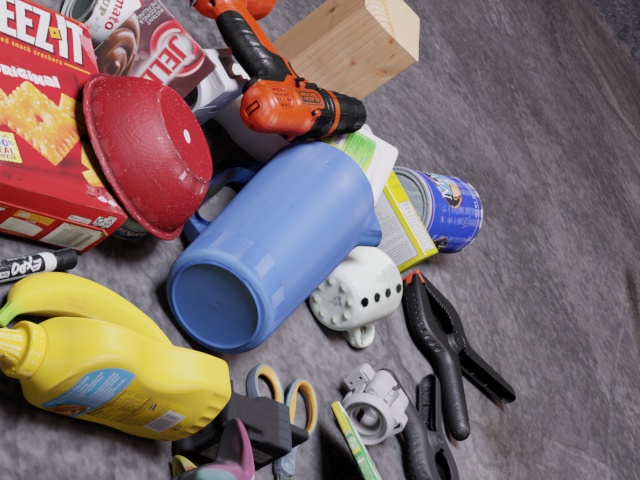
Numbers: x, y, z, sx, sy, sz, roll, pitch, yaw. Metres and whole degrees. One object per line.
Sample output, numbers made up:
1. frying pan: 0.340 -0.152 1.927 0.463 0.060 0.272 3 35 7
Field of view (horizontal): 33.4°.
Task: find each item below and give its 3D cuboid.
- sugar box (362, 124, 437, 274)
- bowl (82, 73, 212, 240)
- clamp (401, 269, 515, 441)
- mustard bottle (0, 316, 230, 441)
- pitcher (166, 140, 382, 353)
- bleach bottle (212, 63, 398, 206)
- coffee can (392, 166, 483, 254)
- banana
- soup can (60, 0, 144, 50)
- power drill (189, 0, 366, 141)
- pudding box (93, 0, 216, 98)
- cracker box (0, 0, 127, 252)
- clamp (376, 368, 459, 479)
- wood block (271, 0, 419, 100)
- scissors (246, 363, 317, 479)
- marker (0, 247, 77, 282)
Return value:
1. sugar box: 0.054 -0.040 1.255 0.048 0.093 0.176 -13 74 -60
2. bowl: -0.141 -0.084 0.941 0.162 0.055 0.162 59 16 -30
3. clamp: 0.164 0.133 1.313 0.164 0.036 0.210 -5 67 -56
4. mustard bottle: -0.166 0.101 0.806 0.191 0.096 0.058 26 44 -42
5. pitcher: -0.057 0.001 1.040 0.145 0.149 0.242 65 32 -16
6. bleach bottle: -0.044 -0.117 1.162 0.250 0.068 0.102 29 57 -6
7. coffee can: 0.128 -0.036 1.348 0.140 0.103 0.103 4 59 -54
8. banana: -0.181 0.072 0.875 0.197 0.037 0.069 28 59 -38
9. soup can: -0.200 -0.214 1.069 0.102 0.069 0.068 28 42 -39
10. power drill: -0.042 -0.187 1.095 0.184 0.057 0.188 -5 61 -56
11. pudding box: -0.171 -0.164 1.026 0.090 0.113 0.039 47 0 -16
12. cracker box: -0.256 -0.109 0.890 0.163 0.072 0.214 18 48 -49
13. clamp: 0.108 0.215 1.157 0.120 0.039 0.171 20 47 -44
14. wood block: 0.005 -0.201 1.216 0.090 0.206 0.090 41 35 -27
15. scissors: -0.045 0.191 0.980 0.096 0.016 0.201 45 33 -18
16. marker: -0.238 0.022 0.849 0.120 0.020 0.020 -13 74 -58
